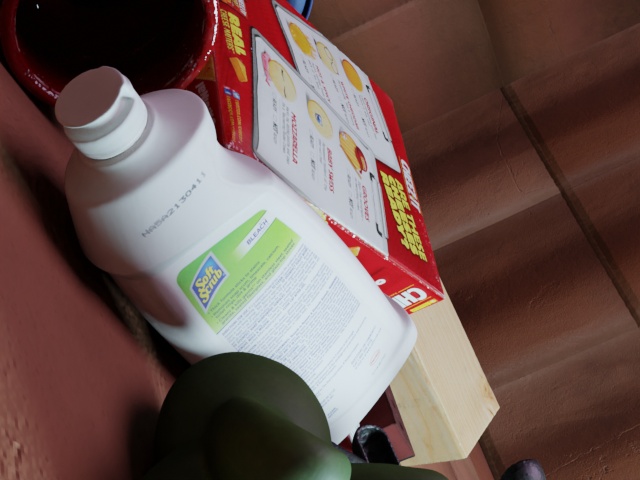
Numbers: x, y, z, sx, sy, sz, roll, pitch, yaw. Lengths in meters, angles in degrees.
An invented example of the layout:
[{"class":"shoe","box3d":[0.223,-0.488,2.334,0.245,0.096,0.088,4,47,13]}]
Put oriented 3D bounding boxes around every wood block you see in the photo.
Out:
[{"class":"wood block","box3d":[0.074,0.096,0.992,0.090,0.090,0.206,-41,109,-52]}]

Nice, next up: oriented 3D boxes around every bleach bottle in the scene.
[{"class":"bleach bottle","box3d":[-0.036,0.007,0.489,0.068,0.102,0.250,27,-18,36]}]

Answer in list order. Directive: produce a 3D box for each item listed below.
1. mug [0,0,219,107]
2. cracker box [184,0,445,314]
[{"class":"mug","box3d":[-0.096,-0.108,0.487,0.117,0.093,0.081,64,1,-46]},{"class":"cracker box","box3d":[-0.022,-0.056,0.625,0.213,0.072,0.164,34,36,-48]}]
